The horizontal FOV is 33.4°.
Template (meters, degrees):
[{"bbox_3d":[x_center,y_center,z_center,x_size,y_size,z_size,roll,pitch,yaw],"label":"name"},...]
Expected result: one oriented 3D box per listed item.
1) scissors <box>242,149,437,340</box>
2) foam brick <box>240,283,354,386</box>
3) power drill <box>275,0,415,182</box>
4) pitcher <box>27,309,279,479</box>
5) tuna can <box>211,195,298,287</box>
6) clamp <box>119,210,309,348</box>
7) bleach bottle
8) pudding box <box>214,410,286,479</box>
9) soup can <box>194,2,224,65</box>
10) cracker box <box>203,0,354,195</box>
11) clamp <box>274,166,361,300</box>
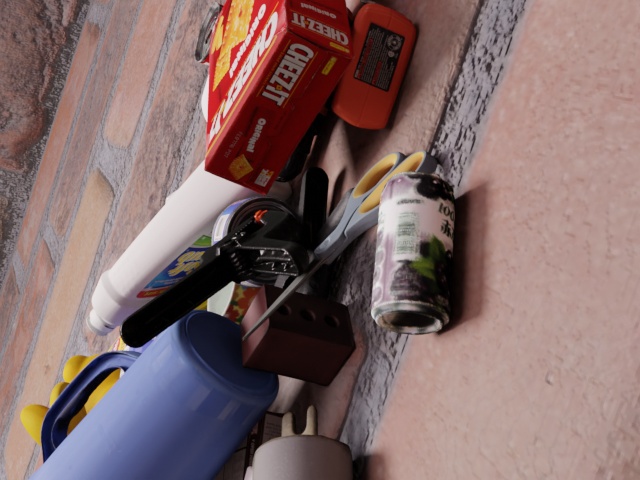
[{"bbox_3d":[0.011,-0.004,0.847,0.202,0.016,0.096,-41,18,13],"label":"scissors"},{"bbox_3d":[-0.021,0.078,0.876,0.051,0.078,0.053,-59,26,35],"label":"foam brick"},{"bbox_3d":[0.009,-0.140,0.980,0.188,0.057,0.184,14,88,67],"label":"power drill"},{"bbox_3d":[-0.151,0.169,0.925,0.243,0.149,0.145,-50,13,22],"label":"pitcher"},{"bbox_3d":[-0.057,0.001,1.000,0.034,0.086,0.086,-9,66,64],"label":"tuna can"},{"bbox_3d":[-0.076,0.020,0.886,0.165,0.036,0.210,-25,12,11],"label":"clamp"},{"bbox_3d":[-0.147,0.009,1.092,0.251,0.102,0.068,-44,70,20],"label":"bleach bottle"},{"bbox_3d":[-0.072,0.208,0.959,0.114,0.039,0.090,-42,38,54],"label":"pudding box"},{"bbox_3d":[-0.079,-0.212,1.173,0.069,0.102,0.068,-47,34,47],"label":"soup can"},{"bbox_3d":[-0.044,-0.174,0.964,0.164,0.072,0.213,-55,25,36],"label":"cracker box"},{"bbox_3d":[-0.004,0.019,0.931,0.120,0.039,0.171,-170,94,-72],"label":"clamp"}]
